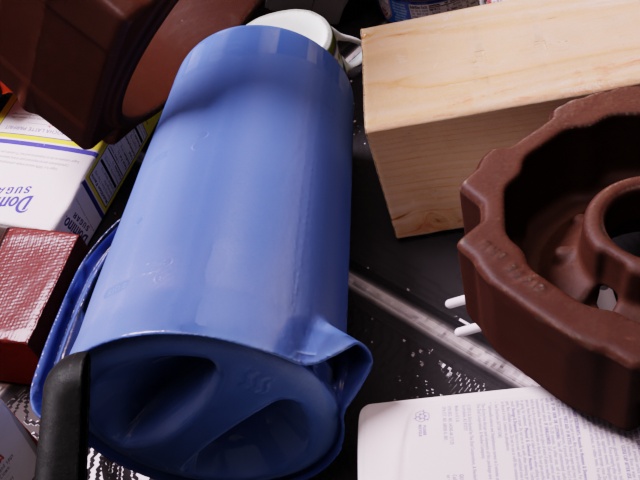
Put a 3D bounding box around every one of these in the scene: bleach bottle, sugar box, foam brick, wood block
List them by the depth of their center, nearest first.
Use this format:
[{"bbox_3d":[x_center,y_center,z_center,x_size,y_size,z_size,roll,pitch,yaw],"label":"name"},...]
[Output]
[{"bbox_3d":[0.144,0.107,0.453,0.251,0.068,0.102,-7,49,9],"label":"bleach bottle"},{"bbox_3d":[0.133,-0.077,0.591,0.206,0.091,0.090,-9,48,10],"label":"wood block"},{"bbox_3d":[-0.163,0.039,0.613,0.051,0.053,0.078,3,53,20],"label":"foam brick"},{"bbox_3d":[-0.168,-0.067,0.709,0.093,0.048,0.176,9,58,22],"label":"sugar box"}]

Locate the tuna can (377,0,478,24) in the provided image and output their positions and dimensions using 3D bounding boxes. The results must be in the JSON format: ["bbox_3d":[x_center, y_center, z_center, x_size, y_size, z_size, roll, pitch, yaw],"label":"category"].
[{"bbox_3d":[0.079,-0.181,0.732,0.086,0.033,0.086,-9,49,10],"label":"tuna can"}]

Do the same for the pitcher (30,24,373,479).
[{"bbox_3d":[-0.054,0.001,0.567,0.149,0.145,0.242,15,47,-9],"label":"pitcher"}]
